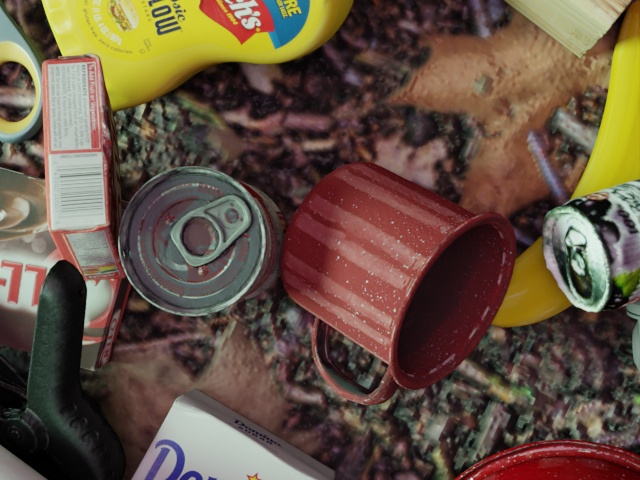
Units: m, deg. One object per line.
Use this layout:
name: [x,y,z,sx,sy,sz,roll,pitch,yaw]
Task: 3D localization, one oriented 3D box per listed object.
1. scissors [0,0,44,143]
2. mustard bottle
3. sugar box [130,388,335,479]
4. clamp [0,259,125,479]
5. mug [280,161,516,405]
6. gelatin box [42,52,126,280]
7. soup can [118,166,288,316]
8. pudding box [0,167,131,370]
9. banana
scissors: [-0.172,-0.141,0.585,0.096,0.016,0.202,23,92,3]
mustard bottle: [-0.041,-0.132,0.526,0.192,0.058,0.096,-13,107,20]
sugar box: [-0.075,0.177,0.559,0.093,0.048,0.176,29,94,6]
clamp: [-0.138,0.081,0.535,0.120,0.039,0.171,-11,116,36]
mug: [0.031,0.023,0.523,0.082,0.093,0.117,31,109,33]
gelatin box: [-0.112,-0.033,0.514,0.030,0.073,0.089,-5,70,-6]
soup can: [-0.053,0.001,0.530,0.068,0.102,0.068,0,90,5]
pudding box: [-0.156,0.011,0.570,0.113,0.039,0.090,15,91,5]
banana: [0.135,-0.027,0.545,0.069,0.037,0.198,35,93,2]
